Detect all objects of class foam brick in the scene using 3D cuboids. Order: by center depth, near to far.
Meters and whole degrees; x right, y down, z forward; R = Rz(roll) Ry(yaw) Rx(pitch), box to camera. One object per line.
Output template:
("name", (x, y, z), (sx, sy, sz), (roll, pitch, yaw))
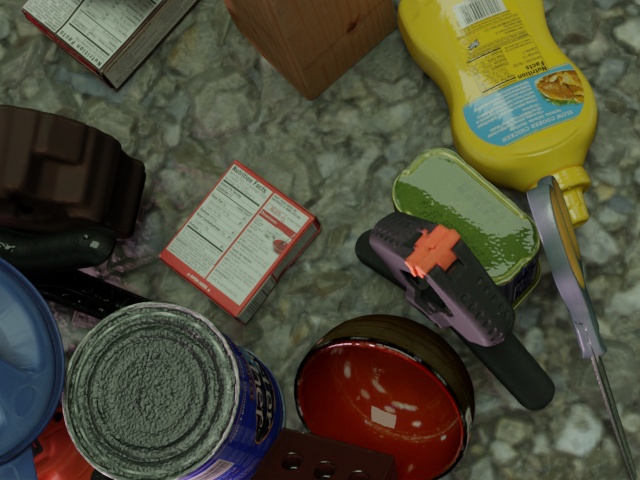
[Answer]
("foam brick", (0.003, 0.158, 0.655), (0.078, 0.051, 0.053), (10, 35, 21))

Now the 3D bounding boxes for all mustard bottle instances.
("mustard bottle", (0.130, -0.094, 0.716), (0.096, 0.058, 0.192), (-22, 72, -3))

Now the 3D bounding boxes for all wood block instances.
("wood block", (-0.019, -0.185, 0.688), (0.091, 0.206, 0.090), (-41, 73, -4))

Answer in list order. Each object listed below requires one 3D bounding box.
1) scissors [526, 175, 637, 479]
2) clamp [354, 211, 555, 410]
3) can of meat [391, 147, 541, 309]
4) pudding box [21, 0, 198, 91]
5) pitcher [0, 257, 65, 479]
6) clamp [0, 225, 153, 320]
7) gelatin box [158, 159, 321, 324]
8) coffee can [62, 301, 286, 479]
("scissors", (0.164, 0.045, 0.660), (0.016, 0.201, 0.096), (-16, 28, 18))
("clamp", (0.065, 0.024, 0.624), (0.165, 0.210, 0.036), (40, 85, 24))
("can of meat", (0.093, -0.005, 0.684), (0.102, 0.084, 0.057), (43, 85, 17))
("pudding box", (-0.153, -0.182, 0.798), (0.090, 0.039, 0.113), (39, 86, 16))
("pitcher", (-0.258, 0.117, 0.629), (0.243, 0.144, 0.149), (-37, 39, 41))
("clamp", (-0.193, 0.012, 0.700), (0.171, 0.120, 0.039), (12, 57, 5))
("gelatin box", (-0.055, 0.001, 0.736), (0.073, 0.030, 0.089), (36, 83, 18))
("coffee can", (-0.084, 0.101, 0.654), (0.103, 0.140, 0.103), (-2, 75, 8))
